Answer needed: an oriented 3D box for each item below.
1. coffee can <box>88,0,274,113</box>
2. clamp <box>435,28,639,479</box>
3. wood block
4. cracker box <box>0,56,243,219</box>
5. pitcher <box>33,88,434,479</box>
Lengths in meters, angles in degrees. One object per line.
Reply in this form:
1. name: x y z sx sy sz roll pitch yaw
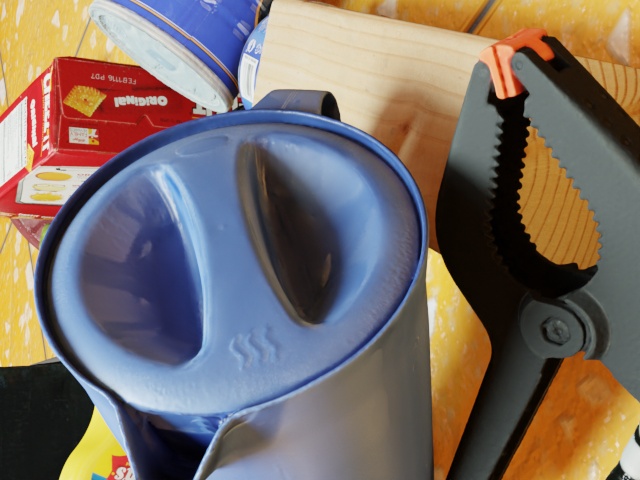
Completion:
1. coffee can: -0.059 -0.164 0.651 0.140 0.102 0.103 -55 31 -7
2. clamp: 0.086 0.031 0.388 0.165 0.036 0.210 -14 102 41
3. wood block: 0.052 -0.058 0.516 0.206 0.090 0.090 31 113 57
4. cracker box: -0.149 -0.066 0.788 0.214 0.163 0.072 -19 72 58
5. pitcher: -0.011 0.067 0.445 0.145 0.149 0.243 47 160 37
